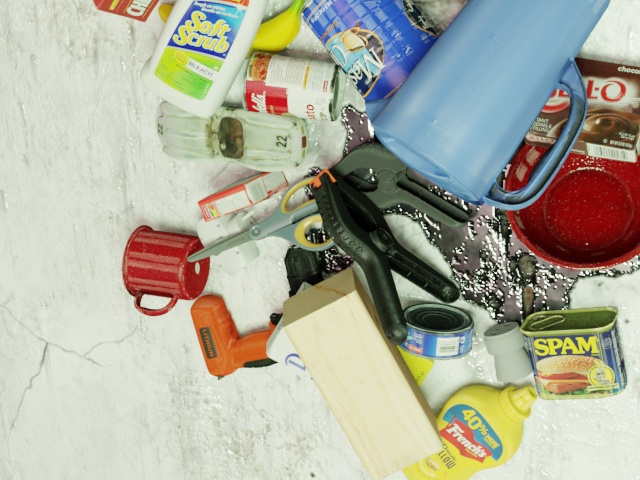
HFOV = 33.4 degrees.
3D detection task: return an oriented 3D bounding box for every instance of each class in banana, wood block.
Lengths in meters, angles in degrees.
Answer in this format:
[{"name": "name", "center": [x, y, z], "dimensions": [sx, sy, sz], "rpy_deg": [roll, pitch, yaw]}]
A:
[{"name": "banana", "center": [-0.099, -0.242, 1.223], "dimensions": [0.198, 0.037, 0.069], "rpy_deg": [2, 95, 26]}, {"name": "wood block", "center": [0.046, 0.147, 1.175], "dimensions": [0.090, 0.091, 0.206], "rpy_deg": [-27, 104, 7]}]

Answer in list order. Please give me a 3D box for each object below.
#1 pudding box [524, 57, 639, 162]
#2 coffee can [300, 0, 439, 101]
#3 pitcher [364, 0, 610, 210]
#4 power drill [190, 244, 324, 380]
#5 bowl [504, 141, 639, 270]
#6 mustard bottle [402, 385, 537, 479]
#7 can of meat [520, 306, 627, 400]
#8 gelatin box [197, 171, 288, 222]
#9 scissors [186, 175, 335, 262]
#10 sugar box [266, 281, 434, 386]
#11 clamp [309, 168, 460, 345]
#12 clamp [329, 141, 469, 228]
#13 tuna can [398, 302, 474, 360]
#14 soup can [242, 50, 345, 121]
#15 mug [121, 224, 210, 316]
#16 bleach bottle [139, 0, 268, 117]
[{"name": "pudding box", "center": [0.265, -0.130, 1.048], "dimensions": [0.114, 0.039, 0.090], "rpy_deg": [14, 76, 20]}, {"name": "coffee can", "center": [0.061, -0.210, 1.111], "dimensions": [0.103, 0.102, 0.140], "rpy_deg": [-38, 89, 32]}, {"name": "pitcher", "center": [0.173, -0.157, 1.011], "dimensions": [0.149, 0.145, 0.243], "rpy_deg": [36, 90, -31]}, {"name": "power drill", "center": [-0.066, 0.098, 1.316], "dimensions": [0.188, 0.057, 0.184], "rpy_deg": [-6, 105, 29]}, {"name": "bowl", "center": [0.267, -0.040, 1.070], "dimensions": [0.162, 0.055, 0.162], "rpy_deg": [-5, 71, 14]}, {"name": "mustard bottle", "center": [0.176, 0.223, 1.238], "dimensions": [0.192, 0.058, 0.096], "rpy_deg": [-42, 82, 32]}, {"name": "can of meat", "center": [0.275, 0.123, 1.151], "dimensions": [0.102, 0.057, 0.084], "rpy_deg": [-6, 108, 29]}, {"name": "gelatin box", "center": [-0.090, -0.055, 1.253], "dimensions": [0.073, 0.089, 0.030], "rpy_deg": [-18, 99, 31]}, {"name": "scissors", "center": [-0.058, 0.002, 1.254], "dimensions": [0.202, 0.016, 0.096], "rpy_deg": [-36, 71, 11]}, {"name": "sugar box", "center": [0.034, 0.131, 1.242], "dimensions": [0.176, 0.048, 0.093], "rpy_deg": [27, 106, -11]}, {"name": "clamp", "center": [0.057, 0.014, 1.155], "dimensions": [0.210, 0.164, 0.036], "rpy_deg": [49, 120, 1]}, {"name": "clamp", "center": [0.088, -0.063, 1.190], "dimensions": [0.172, 0.039, 0.120], "rpy_deg": [-6, 107, 37]}, {"name": "tuna can", "center": [0.129, 0.101, 1.200], "dimensions": [0.086, 0.086, 0.034], "rpy_deg": [12, 112, 23]}, {"name": "soup can", "center": [-0.029, -0.170, 1.181], "dimensions": [0.102, 0.068, 0.068], "rpy_deg": [8, 112, 10]}, {"name": "mug", "center": [-0.194, 0.041, 1.333], "dimensions": [0.082, 0.117, 0.093], "rpy_deg": [7, 151, 20]}, {"name": "bleach bottle", "center": [-0.113, -0.246, 1.135], "dimensions": [0.102, 0.068, 0.251], "rpy_deg": [30, 137, -1]}]
